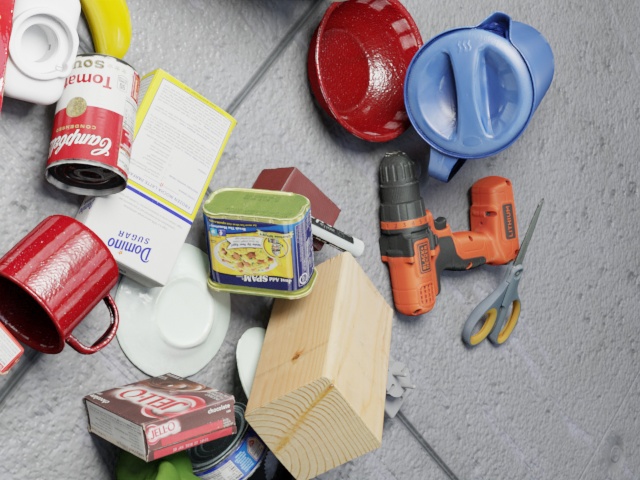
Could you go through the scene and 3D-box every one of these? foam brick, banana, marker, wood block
[{"bbox_3d":[-0.029,-0.031,1.068,0.078,0.053,0.051,42,63,-34],"label":"foam brick"},{"bbox_3d":[-0.218,-0.228,0.914,0.069,0.037,0.197,-49,119,-30],"label":"banana"},{"bbox_3d":[-0.004,-0.012,1.040,0.121,0.020,0.020,27,72,-39],"label":"marker"},{"bbox_3d":[0.004,0.112,1.001,0.090,0.091,0.206,53,23,-21],"label":"wood block"}]

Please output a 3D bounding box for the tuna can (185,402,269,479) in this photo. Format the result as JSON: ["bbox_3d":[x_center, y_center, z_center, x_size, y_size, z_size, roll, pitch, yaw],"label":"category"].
[{"bbox_3d":[-0.090,0.192,0.991,0.033,0.086,0.086,53,58,-26],"label":"tuna can"}]

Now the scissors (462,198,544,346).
[{"bbox_3d":[0.211,0.048,1.245,0.096,0.016,0.202,-23,134,-30],"label":"scissors"}]

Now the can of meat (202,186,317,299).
[{"bbox_3d":[-0.057,0.001,0.986,0.057,0.102,0.084,-64,155,-55],"label":"can of meat"}]

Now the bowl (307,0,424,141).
[{"bbox_3d":[0.039,-0.183,1.127,0.161,0.055,0.162,0,89,-41],"label":"bowl"}]

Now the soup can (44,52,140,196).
[{"bbox_3d":[-0.190,-0.097,0.896,0.068,0.069,0.102,21,63,-39],"label":"soup can"}]

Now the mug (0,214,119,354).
[{"bbox_3d":[-0.213,0.041,0.879,0.117,0.093,0.081,47,54,-10],"label":"mug"}]

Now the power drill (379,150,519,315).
[{"bbox_3d":[0.143,-0.022,1.219,0.187,0.057,0.184,-15,103,-38],"label":"power drill"}]

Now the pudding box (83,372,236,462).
[{"bbox_3d":[-0.140,0.151,0.925,0.089,0.114,0.039,-11,100,-37],"label":"pudding box"}]

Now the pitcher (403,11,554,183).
[{"bbox_3d":[0.181,-0.166,1.165,0.145,0.149,0.242,65,25,-6],"label":"pitcher"}]

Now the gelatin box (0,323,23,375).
[{"bbox_3d":[-0.282,0.064,0.832,0.030,0.073,0.089,-50,121,-29],"label":"gelatin box"}]

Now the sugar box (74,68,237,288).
[{"bbox_3d":[-0.151,-0.055,0.962,0.093,0.048,0.176,32,71,-26],"label":"sugar box"}]
